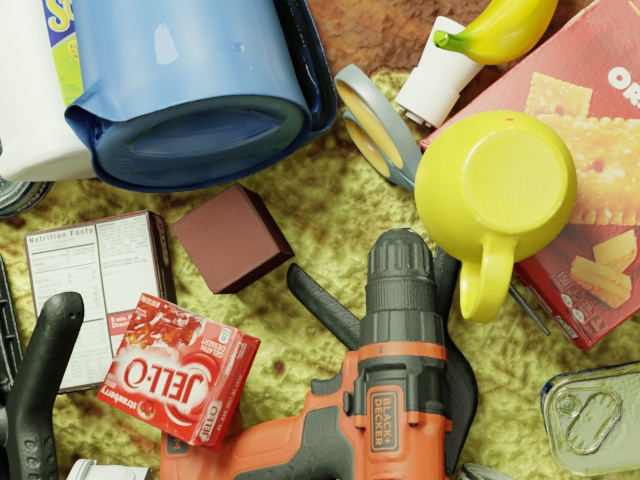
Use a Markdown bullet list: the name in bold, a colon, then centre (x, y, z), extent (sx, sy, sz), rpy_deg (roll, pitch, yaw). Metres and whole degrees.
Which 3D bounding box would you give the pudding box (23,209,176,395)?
- **pudding box**: centre (-0.145, 0.042, 0.719), extent (0.090, 0.039, 0.113), rpy_deg (-10, 84, 8)

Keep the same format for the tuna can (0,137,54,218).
- **tuna can**: centre (-0.227, -0.059, 0.736), extent (0.086, 0.033, 0.086), rpy_deg (0, 87, 8)

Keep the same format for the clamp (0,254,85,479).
- **clamp**: centre (-0.191, 0.112, 0.686), extent (0.036, 0.165, 0.210), rpy_deg (-3, 95, -34)

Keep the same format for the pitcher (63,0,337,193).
- **pitcher**: centre (-0.087, -0.160, 0.670), extent (0.145, 0.149, 0.243), rpy_deg (-16, 73, 7)

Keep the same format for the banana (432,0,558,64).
- **banana**: centre (0.129, -0.179, 0.671), extent (0.037, 0.069, 0.197), rpy_deg (1, 58, 40)

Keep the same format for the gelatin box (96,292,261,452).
- **gelatin box**: centre (-0.087, 0.079, 0.652), extent (0.089, 0.030, 0.073), rpy_deg (17, 82, 38)

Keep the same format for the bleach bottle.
- **bleach bottle**: centre (-0.187, -0.167, 0.702), extent (0.068, 0.102, 0.251), rpy_deg (-18, 85, 33)

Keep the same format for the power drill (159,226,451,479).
- **power drill**: centre (-0.010, 0.092, 0.650), extent (0.188, 0.057, 0.184), rpy_deg (-11, 68, 32)

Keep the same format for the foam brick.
- **foam brick**: centre (-0.055, 0.001, 0.688), extent (0.051, 0.078, 0.053), rpy_deg (-32, 84, 3)

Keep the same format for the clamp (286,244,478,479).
- **clamp**: centre (0.062, 0.069, 0.690), extent (0.120, 0.039, 0.171), rpy_deg (-27, 81, 11)

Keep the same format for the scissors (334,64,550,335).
- **scissors**: centre (0.070, -0.023, 0.673), extent (0.016, 0.096, 0.202), rpy_deg (-36, 93, -9)
